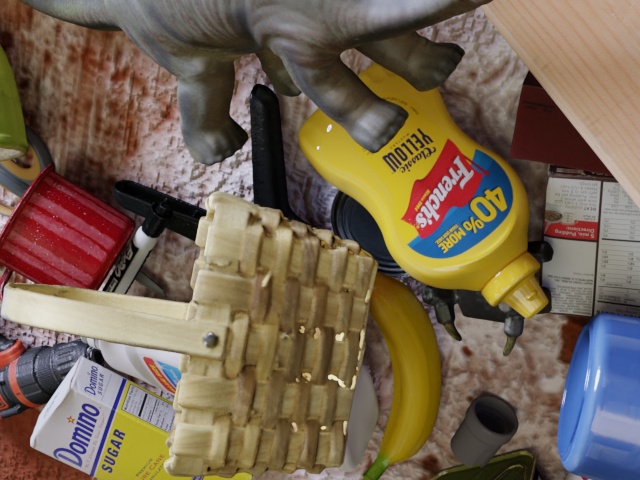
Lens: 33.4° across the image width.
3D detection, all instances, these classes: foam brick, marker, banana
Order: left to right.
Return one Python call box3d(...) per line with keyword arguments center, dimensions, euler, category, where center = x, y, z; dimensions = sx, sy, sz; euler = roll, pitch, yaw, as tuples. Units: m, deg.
box3d(center=(-0.146, 0.015, 0.833), dimensions=(0.020, 0.020, 0.121), euler=(36, 124, 0), category="marker")
box3d(center=(0.063, 0.100, 0.810), dimensions=(0.037, 0.069, 0.198), euler=(22, 128, 36), category="banana")
box3d(center=(0.166, -0.079, 0.685), dimensions=(0.078, 0.051, 0.053), euler=(13, 119, 14), category="foam brick")

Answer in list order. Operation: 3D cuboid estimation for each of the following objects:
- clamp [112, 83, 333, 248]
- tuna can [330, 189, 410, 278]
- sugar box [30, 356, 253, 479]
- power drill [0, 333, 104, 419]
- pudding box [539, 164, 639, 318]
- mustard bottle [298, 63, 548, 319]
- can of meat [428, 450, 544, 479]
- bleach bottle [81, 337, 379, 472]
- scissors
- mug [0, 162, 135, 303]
box3d(center=(-0.055, 0.001, 0.822), dimensions=(0.165, 0.036, 0.210), euler=(-22, 107, 29), category="clamp")
box3d(center=(0.053, -0.018, 0.772), dimensions=(0.086, 0.033, 0.086), euler=(9, 119, 17), category="tuna can")
box3d(center=(-0.152, 0.177, 0.922), dimensions=(0.176, 0.048, 0.093), euler=(27, 125, -16), category="sugar box")
box3d(center=(-0.299, 0.071, 0.942), dimensions=(0.185, 0.057, 0.187), euler=(-20, 107, 25), category="power drill")
box3d(center=(0.196, 0.000, 0.723), dimensions=(0.090, 0.039, 0.113), euler=(6, 121, 17), category="pudding box")
box3d(center=(0.078, -0.026, 0.698), dimensions=(0.096, 0.058, 0.192), euler=(-38, 77, -7), category="mustard bottle")
box3d(center=(0.143, 0.225, 0.853), dimensions=(0.102, 0.057, 0.084), euler=(-22, 109, 30), category="can of meat")
box3d(center=(-0.082, 0.108, 0.869), dimensions=(0.251, 0.068, 0.102), euler=(14, 148, 22), category="bleach bottle")
box3d(center=(-0.205, -0.031, 0.876), dimensions=(0.202, 0.016, 0.096), euler=(25, 122, 7), category="scissors")
box3d(center=(-0.204, 0.010, 0.830), dimensions=(0.081, 0.093, 0.117), euler=(31, 91, -7), category="mug")
